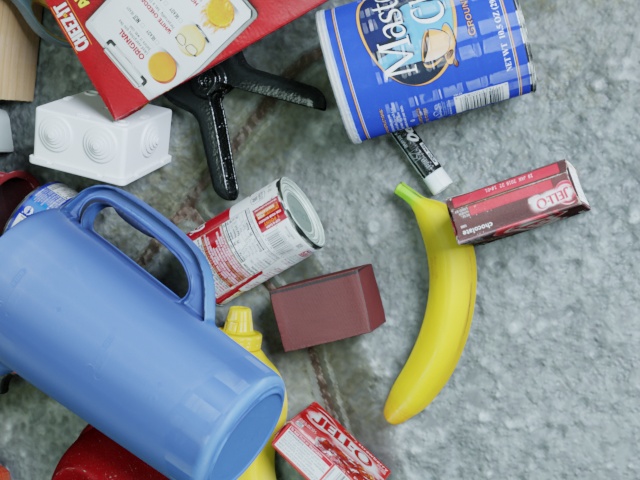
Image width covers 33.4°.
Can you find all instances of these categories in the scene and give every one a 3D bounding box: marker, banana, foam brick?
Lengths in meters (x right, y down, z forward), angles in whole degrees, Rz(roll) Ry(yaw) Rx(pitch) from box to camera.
[{"bbox_3d":[0.063,-0.090,0.852,0.020,0.020,0.121,-37,84,16],"label":"marker"},{"bbox_3d":[0.090,0.054,0.850,0.070,0.037,0.198,7,96,34],"label":"banana"},{"bbox_3d":[0.007,0.054,0.864,0.078,0.053,0.051,-15,90,18],"label":"foam brick"}]

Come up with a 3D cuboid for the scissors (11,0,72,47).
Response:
[{"bbox_3d":[-0.254,-0.226,0.859,0.016,0.201,0.096,5,72,40],"label":"scissors"}]

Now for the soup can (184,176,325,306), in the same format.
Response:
[{"bbox_3d":[-0.056,0.001,0.870,0.102,0.068,0.068,-30,86,16],"label":"soup can"}]

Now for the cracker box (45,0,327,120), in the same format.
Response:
[{"bbox_3d":[-0.102,-0.214,0.808,0.214,0.072,0.164,-25,100,23],"label":"cracker box"}]

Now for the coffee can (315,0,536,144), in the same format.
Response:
[{"bbox_3d":[0.077,-0.139,0.788,0.140,0.102,0.103,-15,90,7],"label":"coffee can"}]

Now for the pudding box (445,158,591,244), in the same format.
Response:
[{"bbox_3d":[0.147,-0.026,0.783,0.090,0.113,0.039,-18,86,17],"label":"pudding box"}]

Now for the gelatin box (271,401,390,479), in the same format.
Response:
[{"bbox_3d":[0.009,0.175,0.863,0.089,0.073,0.030,42,104,10],"label":"gelatin box"}]

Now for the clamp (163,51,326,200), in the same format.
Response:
[{"bbox_3d":[-0.077,-0.132,0.881,0.120,0.039,0.171,-34,84,10],"label":"clamp"}]

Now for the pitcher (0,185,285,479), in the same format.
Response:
[{"bbox_3d":[-0.145,0.079,0.827,0.243,0.144,0.149,32,137,20],"label":"pitcher"}]

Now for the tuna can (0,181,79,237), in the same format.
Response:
[{"bbox_3d":[-0.234,-0.008,0.914,0.034,0.086,0.086,33,103,13],"label":"tuna can"}]

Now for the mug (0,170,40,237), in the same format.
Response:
[{"bbox_3d":[-0.305,-0.026,0.921,0.082,0.117,0.093,14,80,20],"label":"mug"}]

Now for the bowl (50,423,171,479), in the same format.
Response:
[{"bbox_3d":[-0.183,0.231,0.907,0.162,0.055,0.162,5,98,39],"label":"bowl"}]
